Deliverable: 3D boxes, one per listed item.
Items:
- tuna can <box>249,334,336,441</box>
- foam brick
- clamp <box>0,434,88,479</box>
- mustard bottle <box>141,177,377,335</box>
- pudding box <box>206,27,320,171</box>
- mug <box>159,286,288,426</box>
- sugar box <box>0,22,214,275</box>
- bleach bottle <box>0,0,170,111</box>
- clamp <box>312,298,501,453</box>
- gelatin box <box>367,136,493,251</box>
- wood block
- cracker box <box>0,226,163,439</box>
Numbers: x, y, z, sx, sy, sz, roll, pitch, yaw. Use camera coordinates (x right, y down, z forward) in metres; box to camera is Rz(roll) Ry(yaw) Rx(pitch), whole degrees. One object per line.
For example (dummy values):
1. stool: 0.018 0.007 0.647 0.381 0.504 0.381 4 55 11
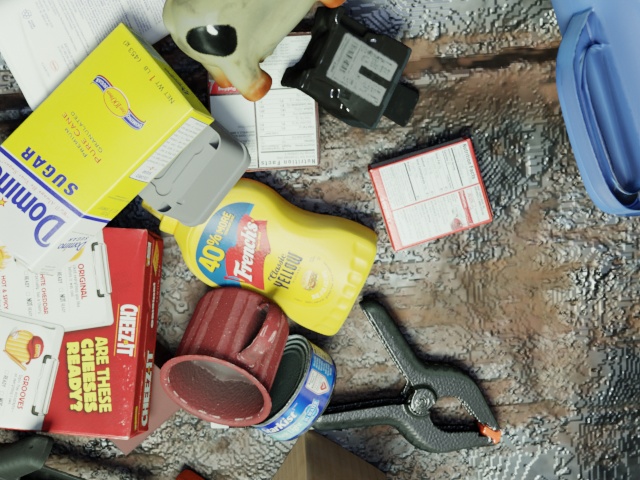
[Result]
1. tuna can: -0.026 0.124 0.894 0.033 0.086 0.086 36 99 -25
2. foam brick: -0.153 0.133 0.911 0.078 0.053 0.051 -41 100 7
3. clamp: -0.248 0.195 0.891 0.210 0.036 0.164 -1 147 34
4. mustard bottle: -0.056 0.001 0.881 0.191 0.058 0.096 23 115 -5
5. pudding box: -0.046 -0.113 0.868 0.090 0.039 0.113 -3 104 -1
6. mug: -0.068 0.086 0.863 0.093 0.081 0.117 32 138 -14
7. sugar box: -0.174 -0.065 0.790 0.176 0.048 0.093 -43 73 8
8. bleach bottle: -0.130 -0.198 0.822 0.250 0.068 0.102 -28 128 -9
9. clamp: 0.082 0.124 0.921 0.171 0.039 0.120 17 99 -14
10. gelatin box: 0.092 -0.040 0.891 0.089 0.030 0.073 -18 101 2
11. wood block: 0.004 0.246 0.861 0.090 0.206 0.091 32 99 -8
12. cracker box: -0.241 0.068 0.856 0.214 0.072 0.164 4 85 6
